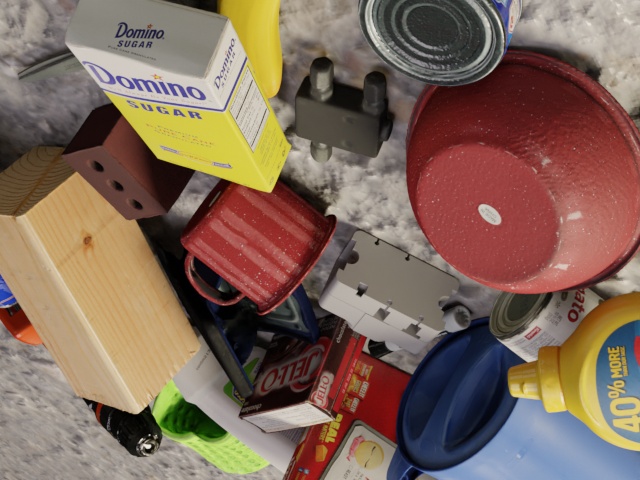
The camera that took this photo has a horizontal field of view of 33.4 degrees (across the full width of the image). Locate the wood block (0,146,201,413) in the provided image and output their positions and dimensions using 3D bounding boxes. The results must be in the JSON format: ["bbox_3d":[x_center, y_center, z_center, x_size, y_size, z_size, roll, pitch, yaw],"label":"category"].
[{"bbox_3d":[-0.193,0.033,0.886,0.090,0.090,0.206,8,132,40],"label":"wood block"}]

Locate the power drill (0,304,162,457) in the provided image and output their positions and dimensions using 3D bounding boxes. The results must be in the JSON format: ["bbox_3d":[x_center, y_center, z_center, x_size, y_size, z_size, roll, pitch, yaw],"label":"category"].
[{"bbox_3d":[-0.243,0.124,1.074,0.185,0.057,0.187,33,159,51],"label":"power drill"}]

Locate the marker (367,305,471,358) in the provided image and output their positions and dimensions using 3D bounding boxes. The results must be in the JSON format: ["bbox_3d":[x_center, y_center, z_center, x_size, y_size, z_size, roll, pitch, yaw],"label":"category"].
[{"bbox_3d":[0.078,0.077,0.881,0.020,0.020,0.121,37,146,-18],"label":"marker"}]

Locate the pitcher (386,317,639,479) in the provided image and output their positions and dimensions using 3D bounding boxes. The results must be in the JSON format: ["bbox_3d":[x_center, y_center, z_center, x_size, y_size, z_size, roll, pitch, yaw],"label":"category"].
[{"bbox_3d":[0.179,0.185,0.862,0.242,0.145,0.149,38,145,-25],"label":"pitcher"}]

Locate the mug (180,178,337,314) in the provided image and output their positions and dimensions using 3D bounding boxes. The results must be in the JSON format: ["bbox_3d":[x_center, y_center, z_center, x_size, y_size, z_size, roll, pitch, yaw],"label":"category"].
[{"bbox_3d":[-0.055,0.001,0.788,0.081,0.093,0.117,38,121,-12],"label":"mug"}]

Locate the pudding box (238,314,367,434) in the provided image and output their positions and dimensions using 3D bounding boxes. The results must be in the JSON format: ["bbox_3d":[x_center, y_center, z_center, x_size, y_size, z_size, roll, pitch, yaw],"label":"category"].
[{"bbox_3d":[-0.015,0.119,0.939,0.039,0.090,0.114,37,147,-19],"label":"pudding box"}]

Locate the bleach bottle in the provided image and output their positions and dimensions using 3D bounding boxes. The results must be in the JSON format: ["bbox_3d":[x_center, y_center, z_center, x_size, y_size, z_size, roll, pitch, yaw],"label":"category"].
[{"bbox_3d":[-0.047,0.150,1.016,0.250,0.102,0.068,38,144,-8],"label":"bleach bottle"}]

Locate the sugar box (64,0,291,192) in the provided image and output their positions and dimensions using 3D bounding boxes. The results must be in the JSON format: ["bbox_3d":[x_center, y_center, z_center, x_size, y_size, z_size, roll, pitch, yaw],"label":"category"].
[{"bbox_3d":[-0.083,-0.089,0.666,0.093,0.048,0.176,17,168,16],"label":"sugar box"}]

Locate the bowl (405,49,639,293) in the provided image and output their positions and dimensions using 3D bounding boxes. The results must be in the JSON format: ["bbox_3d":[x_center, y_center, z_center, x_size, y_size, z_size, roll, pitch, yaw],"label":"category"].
[{"bbox_3d":[0.108,-0.027,0.625,0.162,0.055,0.162,20,130,26],"label":"bowl"}]

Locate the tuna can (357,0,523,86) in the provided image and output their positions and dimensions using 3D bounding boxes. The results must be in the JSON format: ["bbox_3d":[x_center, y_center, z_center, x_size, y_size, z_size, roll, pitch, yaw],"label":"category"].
[{"bbox_3d":[0.064,-0.125,0.582,0.086,0.033,0.086,18,147,12],"label":"tuna can"}]

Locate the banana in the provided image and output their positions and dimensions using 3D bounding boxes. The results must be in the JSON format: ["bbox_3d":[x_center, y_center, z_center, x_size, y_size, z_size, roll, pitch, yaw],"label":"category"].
[{"bbox_3d":[-0.025,-0.145,0.610,0.069,0.037,0.198,30,148,-9],"label":"banana"}]

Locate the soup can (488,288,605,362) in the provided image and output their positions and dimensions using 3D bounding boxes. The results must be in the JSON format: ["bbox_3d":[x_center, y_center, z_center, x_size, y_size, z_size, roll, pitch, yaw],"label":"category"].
[{"bbox_3d":[0.179,0.067,0.754,0.102,0.068,0.069,35,147,-15],"label":"soup can"}]

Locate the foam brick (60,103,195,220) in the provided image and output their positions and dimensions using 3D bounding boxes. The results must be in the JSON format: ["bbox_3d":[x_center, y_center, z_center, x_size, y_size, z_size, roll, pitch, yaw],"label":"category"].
[{"bbox_3d":[-0.143,-0.060,0.802,0.053,0.051,0.078,-8,136,42],"label":"foam brick"}]

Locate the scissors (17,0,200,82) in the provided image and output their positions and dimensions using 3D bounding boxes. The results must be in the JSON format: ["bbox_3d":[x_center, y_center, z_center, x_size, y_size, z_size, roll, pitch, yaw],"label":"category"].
[{"bbox_3d":[-0.133,-0.120,0.741,0.096,0.016,0.202,40,145,-22],"label":"scissors"}]

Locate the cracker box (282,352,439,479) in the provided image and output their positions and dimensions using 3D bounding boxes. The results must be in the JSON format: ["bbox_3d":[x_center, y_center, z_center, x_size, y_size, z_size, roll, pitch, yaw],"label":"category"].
[{"bbox_3d":[0.081,0.217,0.948,0.213,0.164,0.072,26,150,-2],"label":"cracker box"}]
